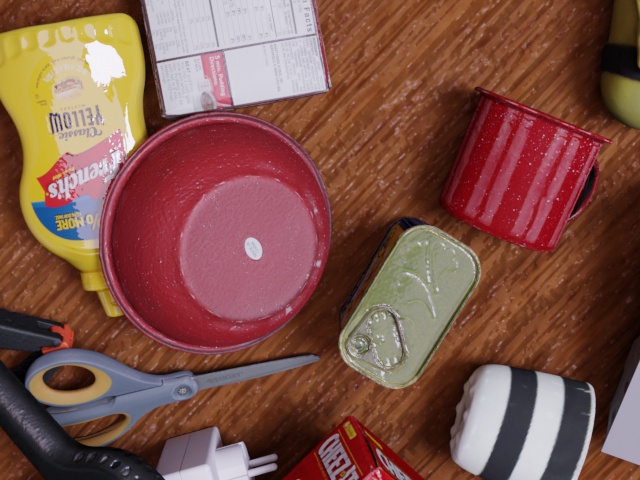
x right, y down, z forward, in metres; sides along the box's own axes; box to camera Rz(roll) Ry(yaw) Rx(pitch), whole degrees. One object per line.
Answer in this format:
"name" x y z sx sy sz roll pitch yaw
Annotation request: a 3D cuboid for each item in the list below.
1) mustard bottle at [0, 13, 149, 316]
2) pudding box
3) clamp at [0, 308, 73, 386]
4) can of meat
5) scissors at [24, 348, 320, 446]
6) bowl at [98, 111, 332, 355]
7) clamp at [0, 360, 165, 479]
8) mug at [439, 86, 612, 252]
"mustard bottle" -0.149 -0.045 0.693 0.096 0.058 0.191 -11 98 -5
"pudding box" -0.056 -0.131 0.695 0.113 0.039 0.090 -10 97 -2
"clamp" -0.253 0.083 0.708 0.171 0.039 0.120 -26 123 -1
"can of meat" 0.053 0.036 0.695 0.057 0.084 0.102 30 95 -5
"scissors" -0.108 0.088 0.715 0.202 0.016 0.096 -23 129 2
"bowl" -0.054 0.001 0.674 0.161 0.055 0.162 -5 102 -25
"clamp" -0.156 0.168 0.677 0.210 0.036 0.165 25 124 19
"mug" 0.136 -0.042 0.693 0.117 0.093 0.081 13 104 -40
